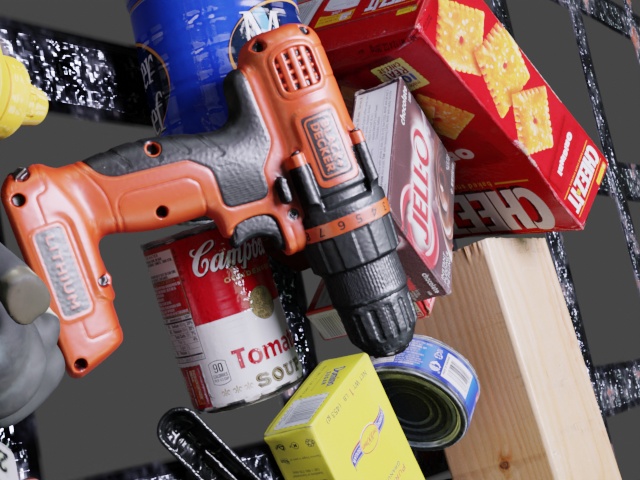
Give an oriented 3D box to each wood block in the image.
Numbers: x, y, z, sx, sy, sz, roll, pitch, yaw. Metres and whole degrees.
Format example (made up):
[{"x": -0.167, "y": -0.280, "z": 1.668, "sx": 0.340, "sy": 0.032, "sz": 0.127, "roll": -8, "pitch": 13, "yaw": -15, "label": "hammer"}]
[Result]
[{"x": 0.139, "y": 0.109, "z": 0.790, "sx": 0.090, "sy": 0.091, "sz": 0.206, "roll": 0, "pitch": 71, "yaw": -49, "label": "wood block"}]

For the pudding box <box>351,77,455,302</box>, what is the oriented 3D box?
[{"x": 0.051, "y": -0.031, "z": 0.671, "sx": 0.090, "sy": 0.039, "sz": 0.113, "roll": 51, "pitch": 33, "yaw": -43, "label": "pudding box"}]

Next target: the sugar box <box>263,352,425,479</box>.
[{"x": 0.033, "y": 0.173, "z": 0.700, "sx": 0.176, "sy": 0.048, "sz": 0.093, "roll": 63, "pitch": 34, "yaw": -13, "label": "sugar box"}]

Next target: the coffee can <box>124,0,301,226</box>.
[{"x": -0.053, "y": -0.089, "z": 0.640, "sx": 0.102, "sy": 0.103, "sz": 0.140, "roll": -4, "pitch": 80, "yaw": -56, "label": "coffee can"}]

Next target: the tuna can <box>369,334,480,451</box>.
[{"x": 0.065, "y": 0.107, "z": 0.740, "sx": 0.086, "sy": 0.086, "sz": 0.033, "roll": 55, "pitch": 39, "yaw": -25, "label": "tuna can"}]

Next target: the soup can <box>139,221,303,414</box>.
[{"x": -0.056, "y": 0.041, "z": 0.611, "sx": 0.068, "sy": 0.069, "sz": 0.102, "roll": -20, "pitch": 93, "yaw": -57, "label": "soup can"}]

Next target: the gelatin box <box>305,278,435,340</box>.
[{"x": 0.042, "y": 0.028, "z": 0.737, "sx": 0.030, "sy": 0.089, "sz": 0.073, "roll": 55, "pitch": 37, "yaw": -26, "label": "gelatin box"}]

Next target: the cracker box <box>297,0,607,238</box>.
[{"x": 0.077, "y": -0.086, "z": 0.759, "sx": 0.213, "sy": 0.164, "sz": 0.072, "roll": 44, "pitch": 59, "yaw": -33, "label": "cracker box"}]

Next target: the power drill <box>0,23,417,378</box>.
[{"x": -0.054, "y": 0.001, "z": 0.548, "sx": 0.187, "sy": 0.057, "sz": 0.184, "roll": -22, "pitch": 94, "yaw": -16, "label": "power drill"}]

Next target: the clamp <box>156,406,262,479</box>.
[{"x": -0.018, "y": 0.168, "z": 0.587, "sx": 0.171, "sy": 0.039, "sz": 0.120, "roll": 48, "pitch": 0, "yaw": -33, "label": "clamp"}]
